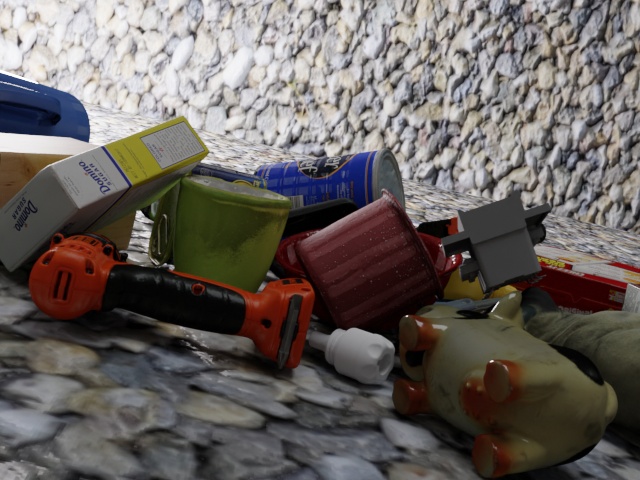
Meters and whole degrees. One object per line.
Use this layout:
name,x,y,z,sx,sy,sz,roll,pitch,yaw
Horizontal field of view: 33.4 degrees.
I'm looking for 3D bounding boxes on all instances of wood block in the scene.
wood block,-0.245,-0.039,0.899,0.091,0.090,0.205,17,9,20

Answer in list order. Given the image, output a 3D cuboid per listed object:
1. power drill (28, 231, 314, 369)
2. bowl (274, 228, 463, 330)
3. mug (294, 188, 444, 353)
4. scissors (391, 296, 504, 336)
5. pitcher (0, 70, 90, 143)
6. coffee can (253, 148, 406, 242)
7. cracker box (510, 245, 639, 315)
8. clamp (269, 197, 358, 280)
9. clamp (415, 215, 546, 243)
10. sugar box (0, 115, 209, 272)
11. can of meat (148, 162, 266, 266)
power drill,-0.102,0.036,0.752,0.187,0.057,0.184,11,5,-6
bowl,0.040,0.035,0.914,0.162,0.055,0.162,0,17,0
mug,0.039,0.031,0.790,0.081,0.117,0.093,-28,16,-4
scissors,0.113,0.060,0.996,0.096,0.016,0.201,13,14,32
pitcher,-0.378,-0.142,1.246,0.149,0.145,0.242,41,17,25
coffee can,0.009,-0.037,1.120,0.140,0.103,0.102,-6,1,19
cracker box,0.290,0.059,1.199,0.164,0.072,0.213,16,9,26
clamp,-0.057,0.001,1.041,0.172,0.039,0.120,0,39,23
clamp,0.140,-0.006,1.105,0.165,0.036,0.209,-5,-3,18
sugar box,-0.171,-0.041,0.831,0.048,0.093,0.176,55,31,3
can of meat,-0.103,-0.020,0.978,0.083,0.102,0.058,12,7,-26
